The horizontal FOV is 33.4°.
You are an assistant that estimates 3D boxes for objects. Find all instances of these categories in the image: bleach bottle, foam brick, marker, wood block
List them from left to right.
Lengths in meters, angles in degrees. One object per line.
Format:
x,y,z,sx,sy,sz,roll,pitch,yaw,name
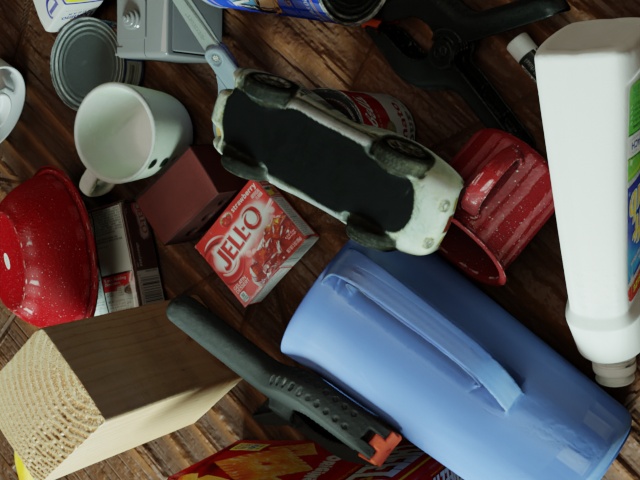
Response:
-0.162,0.116,0.885,0.091,0.205,0.090,-45,75,24,wood block
-0.111,-0.040,0.930,0.078,0.052,0.051,-41,76,26,foam brick
0.181,-0.102,0.787,0.020,0.020,0.121,-42,76,25,marker
0.198,-0.019,0.738,0.068,0.102,0.251,3,114,30,bleach bottle

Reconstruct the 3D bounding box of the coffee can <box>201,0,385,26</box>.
-0.025,-0.224,0.823,0.141,0.102,0.103,17,103,37,coffee can

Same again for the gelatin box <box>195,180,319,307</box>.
-0.056,0.001,0.917,0.073,0.030,0.089,49,114,15,gelatin box

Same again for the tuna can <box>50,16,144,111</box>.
-0.204,-0.160,0.978,0.086,0.033,0.086,3,96,28,tuna can

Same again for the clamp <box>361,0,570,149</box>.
0.108,-0.152,0.798,0.172,0.039,0.120,35,121,25,clamp

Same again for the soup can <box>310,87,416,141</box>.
0.025,-0.082,0.825,0.069,0.102,0.068,3,96,28,soup can

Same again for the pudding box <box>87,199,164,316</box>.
-0.196,0.025,0.990,0.090,0.039,0.113,-13,86,31,pudding box

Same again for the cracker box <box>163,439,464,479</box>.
-0.013,0.208,0.839,0.214,0.164,0.072,-6,94,28,cracker box

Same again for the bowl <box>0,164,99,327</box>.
-0.261,0.014,0.969,0.162,0.055,0.162,18,113,50,bowl

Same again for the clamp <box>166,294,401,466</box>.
-0.018,0.128,0.833,0.210,0.164,0.036,24,66,39,clamp

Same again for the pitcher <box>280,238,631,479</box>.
0.099,0.096,0.777,0.243,0.149,0.145,36,123,14,pitcher

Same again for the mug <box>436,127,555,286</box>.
0.120,-0.031,0.765,0.093,0.117,0.081,38,78,18,mug

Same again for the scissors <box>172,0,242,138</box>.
-0.090,-0.137,0.883,0.201,0.016,0.096,44,131,-12,scissors
